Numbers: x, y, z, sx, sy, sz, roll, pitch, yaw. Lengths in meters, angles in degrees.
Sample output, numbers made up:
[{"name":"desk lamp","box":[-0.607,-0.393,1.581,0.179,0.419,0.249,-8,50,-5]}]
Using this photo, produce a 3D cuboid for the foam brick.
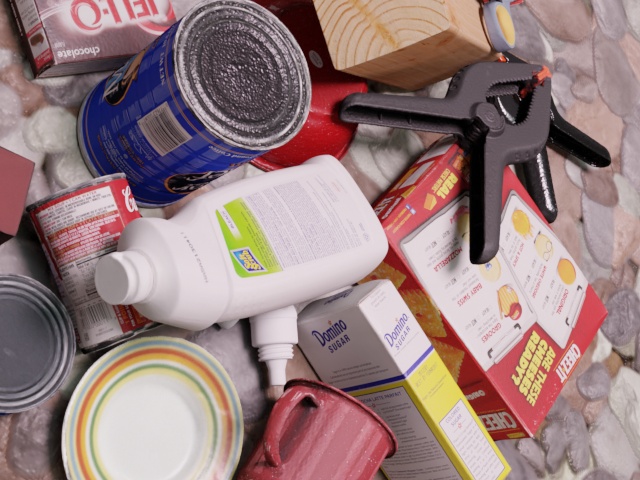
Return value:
[{"name":"foam brick","box":[-0.215,-0.024,0.643,0.052,0.078,0.051,24,62,-30]}]

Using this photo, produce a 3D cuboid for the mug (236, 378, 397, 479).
[{"name":"mug","box":[-0.009,0.148,0.734,0.081,0.093,0.117,-56,144,-29]}]

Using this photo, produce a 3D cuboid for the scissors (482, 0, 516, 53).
[{"name":"scissors","box":[0.163,-0.199,0.930,0.201,0.016,0.096,6,70,-65]}]

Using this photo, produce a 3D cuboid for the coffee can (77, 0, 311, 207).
[{"name":"coffee can","box":[-0.088,-0.089,0.718,0.102,0.141,0.103,12,70,-34]}]

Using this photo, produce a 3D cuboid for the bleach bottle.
[{"name":"bleach bottle","box":[-0.055,0.001,0.711,0.250,0.068,0.102,-12,65,-56]}]

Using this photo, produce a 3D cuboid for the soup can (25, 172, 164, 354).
[{"name":"soup can","box":[-0.141,0.015,0.694,0.068,0.069,0.102,-21,90,-39]}]

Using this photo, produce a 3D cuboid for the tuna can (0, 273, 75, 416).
[{"name":"tuna can","box":[-0.198,0.065,0.658,0.086,0.034,0.086,12,70,-35]}]

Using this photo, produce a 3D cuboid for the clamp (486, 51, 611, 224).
[{"name":"clamp","box":[0.210,-0.112,1.017,0.120,0.039,0.171,-30,95,-40]}]

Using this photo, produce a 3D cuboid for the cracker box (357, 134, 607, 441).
[{"name":"cracker box","box":[0.129,0.035,0.892,0.213,0.072,0.164,54,52,-13]}]

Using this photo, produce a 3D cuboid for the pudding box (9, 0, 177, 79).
[{"name":"pudding box","box":[-0.160,-0.166,0.752,0.113,0.039,0.090,-18,88,-40]}]

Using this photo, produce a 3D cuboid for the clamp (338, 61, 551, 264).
[{"name":"clamp","box":[0.130,-0.080,0.855,0.209,0.036,0.164,-30,80,-37]}]

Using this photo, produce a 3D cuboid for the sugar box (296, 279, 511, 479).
[{"name":"sugar box","box":[0.058,0.117,0.799,0.048,0.094,0.176,-37,100,-39]}]

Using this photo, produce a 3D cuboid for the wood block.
[{"name":"wood block","box":[0.070,-0.180,0.839,0.205,0.090,0.091,-12,84,-70]}]

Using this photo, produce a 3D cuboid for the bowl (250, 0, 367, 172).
[{"name":"bowl","box":[-0.017,-0.134,0.841,0.161,0.055,0.162,11,70,-34]}]
